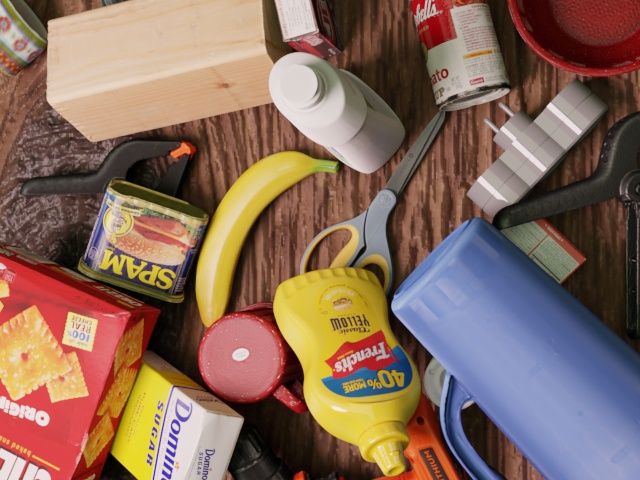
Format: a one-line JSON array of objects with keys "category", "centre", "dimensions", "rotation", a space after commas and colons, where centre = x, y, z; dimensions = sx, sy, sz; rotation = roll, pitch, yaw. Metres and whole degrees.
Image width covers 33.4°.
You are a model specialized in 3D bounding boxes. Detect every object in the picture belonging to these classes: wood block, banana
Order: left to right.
[{"category": "wood block", "centre": [-0.136, -0.166, 0.976], "dimensions": [0.206, 0.090, 0.090], "rotation": [-10, 68, 13]}, {"category": "banana", "centre": [-0.068, -0.013, 0.994], "dimensions": [0.070, 0.037, 0.198], "rotation": [39, 97, 14]}]

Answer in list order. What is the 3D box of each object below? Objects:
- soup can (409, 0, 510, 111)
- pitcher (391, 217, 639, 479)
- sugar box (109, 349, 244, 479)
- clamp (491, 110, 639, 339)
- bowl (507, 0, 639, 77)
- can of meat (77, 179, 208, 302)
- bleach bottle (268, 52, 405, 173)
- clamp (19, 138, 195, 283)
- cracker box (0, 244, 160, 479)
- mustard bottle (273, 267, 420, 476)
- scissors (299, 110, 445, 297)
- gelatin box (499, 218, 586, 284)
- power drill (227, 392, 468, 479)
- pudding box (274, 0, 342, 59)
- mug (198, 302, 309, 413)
[{"category": "soup can", "centre": [0.123, -0.172, 0.939], "dimensions": [0.068, 0.068, 0.102], "rotation": [-15, 86, 12]}, {"category": "pitcher", "centre": [0.169, 0.107, 0.866], "dimensions": [0.243, 0.149, 0.145], "rotation": [44, 133, 1]}, {"category": "sugar box", "centre": [-0.142, 0.166, 0.953], "dimensions": [0.176, 0.048, 0.093], "rotation": [22, 94, 54]}, {"category": "clamp", "centre": [0.254, -0.044, 0.903], "dimensions": [0.164, 0.036, 0.210], "rotation": [31, 87, -8]}, {"category": "bowl", "centre": [0.243, -0.217, 0.919], "dimensions": [0.162, 0.055, 0.162], "rotation": [0, 88, 13]}, {"category": "can of meat", "centre": [-0.162, 0.000, 0.987], "dimensions": [0.102, 0.057, 0.084], "rotation": [19, 103, -11]}, {"category": "bleach bottle", "centre": [0.005, -0.112, 0.871], "dimensions": [0.102, 0.250, 0.068], "rotation": [43, 97, 10]}, {"category": "clamp", "centre": [-0.201, -0.050, 1.022], "dimensions": [0.171, 0.039, 0.120], "rotation": [-42, 100, 6]}, {"category": "cracker box", "centre": [-0.259, 0.130, 0.955], "dimensions": [0.164, 0.072, 0.214], "rotation": [22, 94, 17]}, {"category": "mustard bottle", "centre": [0.030, 0.110, 0.889], "dimensions": [0.096, 0.058, 0.192], "rotation": [-5, 49, -20]}, {"category": "scissors", "centre": [0.068, -0.017, 0.974], "dimensions": [0.202, 0.016, 0.096], "rotation": [-42, 82, 9]}, {"category": "gelatin box", "centre": [0.177, 0.022, 0.941], "dimensions": [0.073, 0.030, 0.089], "rotation": [45, 98, 9]}, {"category": "power drill", "centre": [0.023, 0.206, 0.937], "dimensions": [0.188, 0.057, 0.184], "rotation": [-26, 106, 12]}, {"category": "pudding box", "centre": [-0.017, -0.226, 0.962], "dimensions": [0.039, 0.090, 0.113], "rotation": [-15, 85, 12]}, {"category": "mug", "centre": [-0.053, 0.112, 0.965], "dimensions": [0.093, 0.081, 0.117], "rotation": [-45, 80, 8]}]
